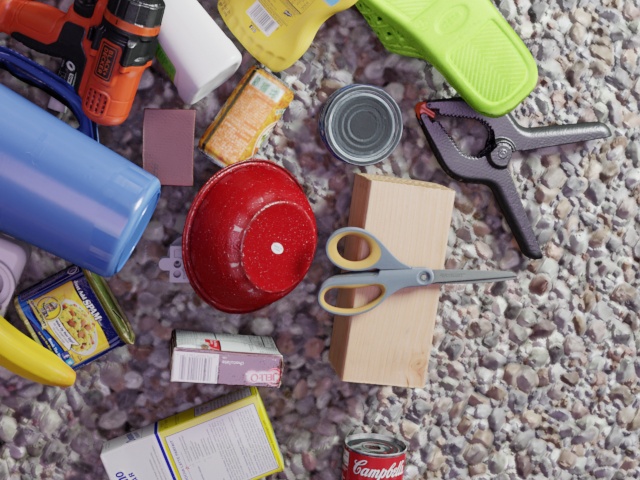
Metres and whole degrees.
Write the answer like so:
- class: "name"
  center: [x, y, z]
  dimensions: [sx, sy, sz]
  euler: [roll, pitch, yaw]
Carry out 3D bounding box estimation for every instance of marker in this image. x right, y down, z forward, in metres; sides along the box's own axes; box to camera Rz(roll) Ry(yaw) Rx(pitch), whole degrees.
- class: "marker"
  center: [-0.246, -0.187, 1.066]
  dimensions: [0.020, 0.020, 0.121]
  euler: [18, 95, -11]

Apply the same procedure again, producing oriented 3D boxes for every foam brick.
- class: "foam brick"
  center: [-0.154, -0.095, 1.077]
  dimensions: [0.053, 0.051, 0.078]
  euler: [2, 98, -8]

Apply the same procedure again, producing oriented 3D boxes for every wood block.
- class: "wood block"
  center: [0.072, 0.039, 1.113]
  dimensions: [0.090, 0.090, 0.206]
  euler: [6, 98, -10]

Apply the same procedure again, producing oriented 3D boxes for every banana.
- class: "banana"
  center: [-0.312, 0.076, 1.016]
  dimensions: [0.070, 0.037, 0.197]
  euler: [-14, 123, 25]

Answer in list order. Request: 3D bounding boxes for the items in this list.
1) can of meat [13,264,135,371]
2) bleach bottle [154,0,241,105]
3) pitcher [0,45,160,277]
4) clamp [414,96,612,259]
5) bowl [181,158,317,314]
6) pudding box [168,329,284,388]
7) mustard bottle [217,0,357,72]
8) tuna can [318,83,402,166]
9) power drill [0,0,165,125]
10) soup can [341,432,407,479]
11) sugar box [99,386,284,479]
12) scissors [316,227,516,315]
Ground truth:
- class: "can of meat"
  center: [-0.250, 0.078, 1.086]
  dimensions: [0.084, 0.057, 0.102]
  euler: [-28, 101, -2]
- class: "bleach bottle"
  center: [-0.177, -0.254, 1.036]
  dimensions: [0.068, 0.103, 0.251]
  euler: [-38, 94, -10]
- class: "pitcher"
  center: [-0.274, -0.074, 1.009]
  dimensions: [0.243, 0.145, 0.149]
  euler: [28, 106, -3]
- class: "clamp"
  center: [0.199, -0.100, 1.138]
  dimensions: [0.210, 0.036, 0.164]
  euler: [35, 92, -12]
- class: "bowl"
  center: [-0.057, 0.001, 1.068]
  dimensions: [0.161, 0.055, 0.162]
  euler: [-10, 107, -37]
- class: "pudding box"
  center: [-0.099, 0.121, 1.098]
  dimensions: [0.113, 0.090, 0.039]
  euler: [7, 96, -9]
- class: "mustard bottle"
  center: [-0.007, -0.258, 1.030]
  dimensions: [0.192, 0.058, 0.096]
  euler: [-40, 90, 28]
- class: "tuna can"
  center: [0.042, -0.120, 1.112]
  dimensions: [0.086, 0.034, 0.086]
  euler: [-1, 99, -9]
- class: "power drill"
  center: [-0.232, -0.222, 0.988]
  dimensions: [0.188, 0.057, 0.185]
  euler: [31, 116, 15]
- class: "soup can"
  center: [0.055, 0.268, 1.155]
  dimensions: [0.068, 0.068, 0.102]
  euler: [4, 99, -9]
- class: "sugar box"
  center: [-0.135, 0.229, 1.132]
  dimensions: [0.176, 0.048, 0.093]
  euler: [-20, 101, -2]
- class: "scissors"
  center: [0.090, 0.019, 1.057]
  dimensions: [0.201, 0.016, 0.096]
  euler: [-15, 100, -5]
